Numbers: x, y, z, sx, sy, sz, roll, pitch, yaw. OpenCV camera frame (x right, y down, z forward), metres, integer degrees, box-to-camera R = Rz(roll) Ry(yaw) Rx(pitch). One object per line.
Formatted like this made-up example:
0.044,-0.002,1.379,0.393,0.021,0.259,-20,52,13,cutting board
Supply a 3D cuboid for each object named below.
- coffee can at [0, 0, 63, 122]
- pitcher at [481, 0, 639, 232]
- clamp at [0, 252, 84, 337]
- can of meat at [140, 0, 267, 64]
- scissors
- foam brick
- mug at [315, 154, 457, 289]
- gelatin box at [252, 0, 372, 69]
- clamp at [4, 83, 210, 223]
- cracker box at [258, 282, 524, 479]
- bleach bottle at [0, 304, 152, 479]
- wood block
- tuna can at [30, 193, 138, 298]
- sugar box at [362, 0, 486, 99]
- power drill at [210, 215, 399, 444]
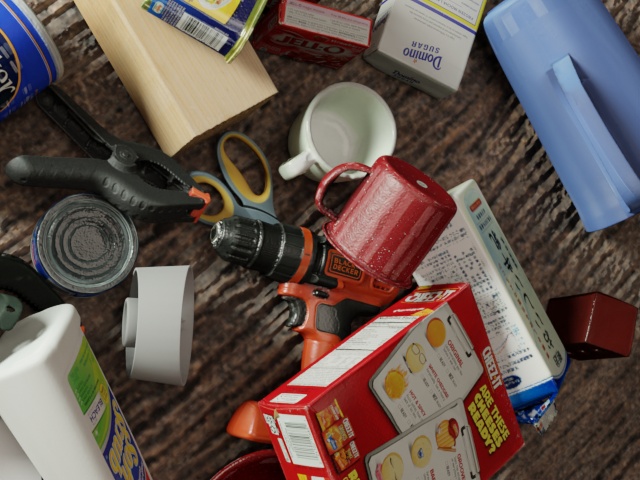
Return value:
-0.287,-0.128,0.831,0.140,0.103,0.103,-43,99,-21,coffee can
0.259,-0.137,1.031,0.144,0.149,0.243,-32,92,-23,pitcher
-0.293,0.057,0.838,0.209,0.036,0.164,25,77,-20,clamp
-0.084,-0.207,0.851,0.084,0.058,0.102,28,72,-15,can of meat
-0.056,0.001,0.953,0.096,0.016,0.202,-26,98,-16,scissors
0.259,0.084,1.033,0.053,0.078,0.051,20,74,-18,foam brick
0.052,-0.024,0.903,0.117,0.093,0.082,31,108,-13,mug
-0.008,-0.186,0.966,0.089,0.073,0.030,10,79,-20,gelatin box
-0.174,-0.068,0.887,0.171,0.039,0.120,21,45,-28,clamp
0.064,0.154,0.891,0.213,0.072,0.164,-32,108,-39,cracker box
-0.171,0.180,0.836,0.068,0.102,0.251,-21,111,9,bleach bottle
-0.136,-0.185,0.906,0.090,0.090,0.206,-32,95,-23,wood block
-0.195,0.004,0.886,0.086,0.034,0.086,3,82,-21,tuna can
0.112,-0.236,1.037,0.093,0.048,0.176,25,78,-17,sugar box
-0.024,0.082,0.919,0.184,0.057,0.187,16,81,-25,power drill
